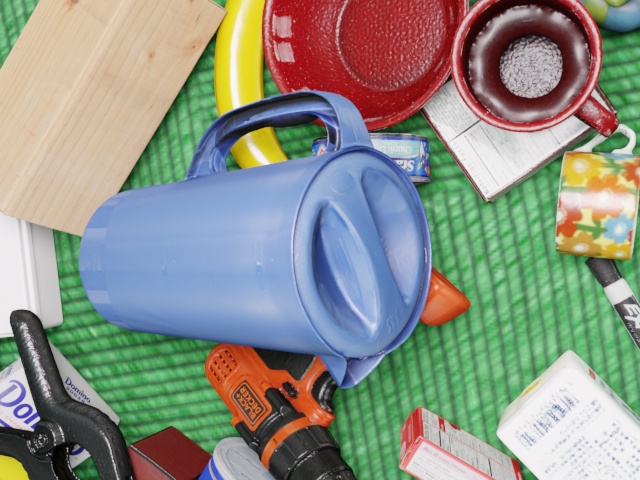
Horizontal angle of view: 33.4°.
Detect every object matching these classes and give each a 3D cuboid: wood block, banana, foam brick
[{"bbox_3d":[-0.175,-0.117,0.802,0.091,0.090,0.206,40,102,35],"label":"wood block"},{"bbox_3d":[-0.047,-0.121,0.812,0.069,0.037,0.198,-11,91,-5],"label":"banana"},{"bbox_3d":[-0.123,0.183,0.819,0.051,0.078,0.053,34,99,13],"label":"foam brick"}]

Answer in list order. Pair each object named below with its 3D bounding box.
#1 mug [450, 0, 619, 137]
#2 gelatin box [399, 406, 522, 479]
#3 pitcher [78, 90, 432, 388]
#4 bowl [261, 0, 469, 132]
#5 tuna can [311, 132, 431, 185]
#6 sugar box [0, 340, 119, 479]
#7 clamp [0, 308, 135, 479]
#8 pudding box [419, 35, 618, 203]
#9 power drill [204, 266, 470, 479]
[{"bbox_3d":[0.146,-0.107,0.696,0.117,0.081,0.093,37,100,10],"label":"mug"},{"bbox_3d":[0.099,0.159,0.756,0.089,0.073,0.030,30,100,0],"label":"gelatin box"},{"bbox_3d":[-0.055,0.001,0.731,0.243,0.149,0.145,-2,136,42],"label":"pitcher"},{"bbox_3d":[0.039,-0.155,0.766,0.162,0.055,0.162,0,90,29],"label":"bowl"},{"bbox_3d":[0.036,-0.056,0.765,0.086,0.086,0.034,-1,90,14],"label":"tuna can"},{"bbox_3d":[-0.259,0.166,0.857,0.176,0.048,0.093,-35,105,16],"label":"sugar box"},{"bbox_3d":[-0.206,0.148,0.787,0.171,0.039,0.120,48,108,17],"label":"clamp"},{"bbox_3d":[0.140,-0.093,0.762,0.114,0.039,0.090,-35,84,15],"label":"pudding box"},{"bbox_3d":[0.017,0.088,0.760,0.188,0.057,0.185,-49,54,7],"label":"power drill"}]
